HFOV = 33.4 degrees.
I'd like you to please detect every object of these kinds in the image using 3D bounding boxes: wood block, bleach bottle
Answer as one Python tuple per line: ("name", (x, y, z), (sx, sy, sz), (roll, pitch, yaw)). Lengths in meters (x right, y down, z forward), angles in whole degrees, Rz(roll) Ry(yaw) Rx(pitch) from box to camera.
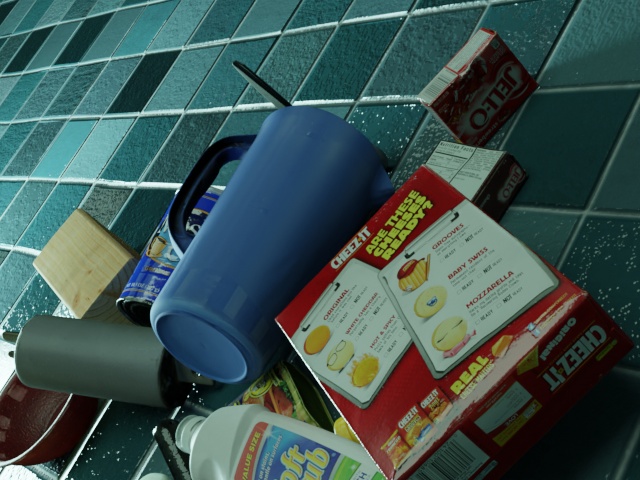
("wood block", (-0.242, 0.046, 1.213), (0.090, 0.090, 0.206), (-52, 32, -5))
("bleach bottle", (-0.015, 0.184, 0.766), (0.251, 0.068, 0.102), (15, 66, 39))

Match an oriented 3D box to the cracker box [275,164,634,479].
("cracker box", (0.079, 0.062, 0.721), (0.164, 0.072, 0.214), (-46, 33, 3))

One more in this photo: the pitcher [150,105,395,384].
("pitcher", (-0.056, 0.001, 0.951), (0.149, 0.145, 0.242), (-20, 31, 49))

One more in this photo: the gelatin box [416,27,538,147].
("gelatin box", (0.142, -0.134, 0.958), (0.089, 0.073, 0.030), (-47, 33, 2))

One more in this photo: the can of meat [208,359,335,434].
("can of meat", (-0.037, 0.158, 0.883), (0.084, 0.057, 0.102), (-42, 33, 6))

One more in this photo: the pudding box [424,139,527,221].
("pudding box", (0.111, -0.030, 0.919), (0.113, 0.039, 0.090), (-53, 32, -11))

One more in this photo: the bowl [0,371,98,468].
("bowl", (-0.293, 0.185, 1.161), (0.162, 0.055, 0.162), (-31, 36, 26))

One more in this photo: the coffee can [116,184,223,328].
("coffee can", (-0.130, 0.027, 1.087), (0.103, 0.102, 0.140), (-4, 54, 48))

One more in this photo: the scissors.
("scissors", (0.000, -0.109, 1.006), (0.096, 0.201, 0.016), (9, 69, 27))

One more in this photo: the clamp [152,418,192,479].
("clamp", (-0.092, 0.218, 0.857), (0.039, 0.120, 0.172), (-18, 19, -35))
